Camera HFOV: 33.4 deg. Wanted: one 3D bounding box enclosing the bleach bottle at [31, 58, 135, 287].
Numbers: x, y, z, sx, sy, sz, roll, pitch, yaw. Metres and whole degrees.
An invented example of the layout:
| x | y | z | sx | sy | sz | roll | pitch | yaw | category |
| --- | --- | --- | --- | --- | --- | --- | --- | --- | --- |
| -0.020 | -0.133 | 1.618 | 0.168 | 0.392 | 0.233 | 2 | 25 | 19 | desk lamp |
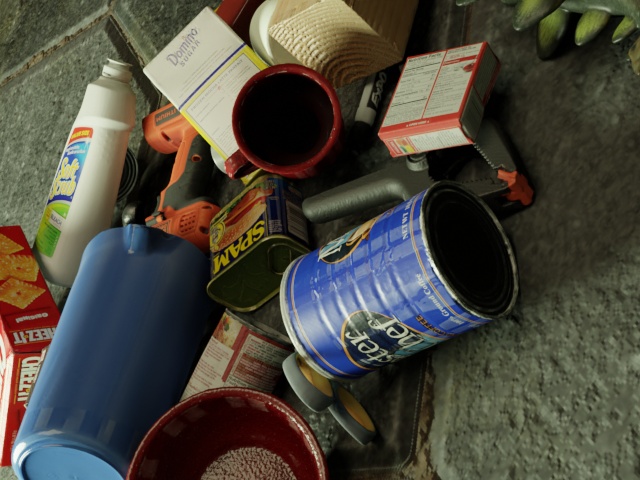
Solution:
| x | y | z | sx | sy | sz | roll | pitch | yaw | category |
| --- | --- | --- | --- | --- | --- | --- | --- | --- | --- |
| -0.257 | -0.078 | 1.185 | 0.103 | 0.067 | 0.251 | 30 | 106 | 53 | bleach bottle |

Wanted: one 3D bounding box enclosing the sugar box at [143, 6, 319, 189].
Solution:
| x | y | z | sx | sy | sz | roll | pitch | yaw | category |
| --- | --- | --- | --- | --- | --- | --- | --- | --- | --- |
| -0.082 | -0.134 | 1.020 | 0.093 | 0.048 | 0.176 | -43 | 64 | 4 | sugar box |

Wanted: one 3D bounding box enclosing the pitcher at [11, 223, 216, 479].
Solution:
| x | y | z | sx | sy | sz | roll | pitch | yaw | category |
| --- | --- | --- | --- | --- | --- | --- | --- | --- | --- |
| -0.177 | 0.118 | 0.933 | 0.145 | 0.149 | 0.242 | -28 | 31 | 31 | pitcher |

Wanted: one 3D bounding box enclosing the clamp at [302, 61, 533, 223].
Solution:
| x | y | z | sx | sy | sz | roll | pitch | yaw | category |
| --- | --- | --- | --- | --- | --- | --- | --- | --- | --- |
| 0.079 | -0.055 | 0.841 | 0.164 | 0.036 | 0.210 | -52 | 37 | -2 | clamp |

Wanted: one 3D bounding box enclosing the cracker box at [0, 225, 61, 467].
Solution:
| x | y | z | sx | sy | sz | roll | pitch | yaw | category |
| --- | --- | --- | --- | --- | --- | --- | --- | --- | --- |
| -0.336 | 0.110 | 1.154 | 0.214 | 0.072 | 0.164 | 53 | 138 | 44 | cracker box |

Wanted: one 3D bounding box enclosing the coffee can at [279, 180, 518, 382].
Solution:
| x | y | z | sx | sy | sz | roll | pitch | yaw | category |
| --- | --- | --- | --- | --- | --- | --- | --- | --- | --- |
| 0.055 | 0.032 | 0.765 | 0.141 | 0.102 | 0.103 | -29 | 47 | 38 | coffee can |

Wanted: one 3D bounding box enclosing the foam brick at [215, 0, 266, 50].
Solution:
| x | y | z | sx | sy | sz | roll | pitch | yaw | category |
| --- | --- | --- | --- | --- | --- | --- | --- | --- | --- |
| -0.063 | -0.225 | 1.104 | 0.053 | 0.078 | 0.051 | -56 | 37 | 9 | foam brick |

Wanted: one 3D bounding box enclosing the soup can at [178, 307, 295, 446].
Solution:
| x | y | z | sx | sy | sz | roll | pitch | yaw | category |
| --- | --- | --- | --- | --- | --- | --- | --- | --- | --- |
| -0.072 | 0.117 | 0.897 | 0.069 | 0.068 | 0.102 | 26 | 89 | 55 | soup can |

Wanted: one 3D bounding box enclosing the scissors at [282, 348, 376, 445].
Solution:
| x | y | z | sx | sy | sz | roll | pitch | yaw | category |
| --- | --- | --- | --- | --- | --- | --- | --- | --- | --- |
| 0.003 | 0.104 | 0.842 | 0.016 | 0.096 | 0.202 | -45 | 6 | 6 | scissors |

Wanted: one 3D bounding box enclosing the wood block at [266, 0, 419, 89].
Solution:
| x | y | z | sx | sy | sz | roll | pitch | yaw | category |
| --- | --- | --- | --- | --- | --- | --- | --- | --- | --- |
| 0.037 | -0.252 | 0.961 | 0.090 | 0.090 | 0.206 | -17 | 46 | 44 | wood block |

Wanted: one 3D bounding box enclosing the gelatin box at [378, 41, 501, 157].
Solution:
| x | y | z | sx | sy | sz | roll | pitch | yaw | category |
| --- | --- | --- | --- | --- | --- | --- | --- | --- | --- |
| 0.093 | -0.109 | 0.823 | 0.073 | 0.030 | 0.089 | -7 | 47 | 37 | gelatin box |

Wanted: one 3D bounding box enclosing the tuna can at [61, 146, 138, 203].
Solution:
| x | y | z | sx | sy | sz | roll | pitch | yaw | category |
| --- | --- | --- | --- | --- | --- | --- | --- | --- | --- |
| -0.259 | -0.084 | 1.250 | 0.086 | 0.086 | 0.034 | -57 | 34 | 8 | tuna can |

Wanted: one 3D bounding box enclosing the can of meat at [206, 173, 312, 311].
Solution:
| x | y | z | sx | sy | sz | roll | pitch | yaw | category |
| --- | --- | --- | --- | --- | --- | --- | --- | --- | --- |
| -0.056 | 0.001 | 0.965 | 0.102 | 0.057 | 0.084 | -38 | 39 | 29 | can of meat |

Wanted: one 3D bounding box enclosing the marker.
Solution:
| x | y | z | sx | sy | sz | roll | pitch | yaw | category |
| --- | --- | --- | --- | --- | --- | --- | --- | --- | --- |
| 0.047 | -0.133 | 0.955 | 0.020 | 0.020 | 0.121 | 0 | 67 | 51 | marker |

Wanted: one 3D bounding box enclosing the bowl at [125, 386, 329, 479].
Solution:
| x | y | z | sx | sy | sz | roll | pitch | yaw | category |
| --- | --- | --- | --- | --- | --- | --- | --- | --- | --- |
| -0.065 | 0.196 | 0.813 | 0.162 | 0.055 | 0.162 | -6 | 68 | 14 | bowl |

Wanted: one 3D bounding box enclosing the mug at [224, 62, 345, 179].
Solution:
| x | y | z | sx | sy | sz | roll | pitch | yaw | category |
| --- | --- | --- | --- | --- | --- | --- | --- | --- | --- |
| -0.032 | -0.091 | 0.923 | 0.117 | 0.081 | 0.093 | -38 | 81 | 4 | mug |

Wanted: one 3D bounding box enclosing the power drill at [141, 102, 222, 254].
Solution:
| x | y | z | sx | sy | sz | roll | pitch | yaw | category |
| --- | --- | --- | --- | --- | --- | --- | --- | --- | --- |
| -0.162 | -0.051 | 1.125 | 0.185 | 0.057 | 0.187 | -18 | 56 | 35 | power drill |
